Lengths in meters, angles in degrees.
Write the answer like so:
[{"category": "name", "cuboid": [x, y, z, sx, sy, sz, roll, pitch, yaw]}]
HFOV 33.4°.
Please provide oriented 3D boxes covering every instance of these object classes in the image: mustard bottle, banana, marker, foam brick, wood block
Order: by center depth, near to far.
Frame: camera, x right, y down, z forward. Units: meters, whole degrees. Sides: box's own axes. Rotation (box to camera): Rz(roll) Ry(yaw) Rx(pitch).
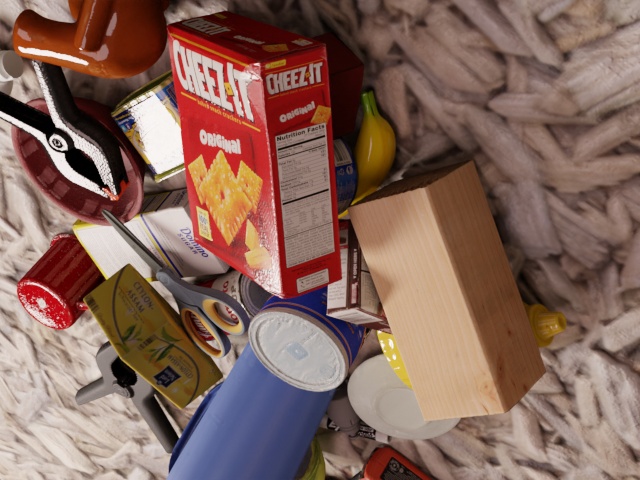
[{"category": "foam brick", "cuboid": [-0.001, -0.129, 0.922, 0.053, 0.051, 0.078, 49, 148, 34]}, {"category": "wood block", "cuboid": [0.114, 0.045, 0.948, 0.091, 0.090, 0.206, -15, 100, 40]}, {"category": "banana", "cuboid": [0.018, -0.059, 1.005, 0.198, 0.037, 0.070, -46, 67, 45]}, {"category": "mustard bottle", "cuboid": [0.153, 0.095, 1.041, 0.192, 0.058, 0.096, -18, 112, 41]}, {"category": "marker", "cuboid": [0.028, 0.219, 1.264, 0.121, 0.020, 0.020, 8, 132, 27]}]

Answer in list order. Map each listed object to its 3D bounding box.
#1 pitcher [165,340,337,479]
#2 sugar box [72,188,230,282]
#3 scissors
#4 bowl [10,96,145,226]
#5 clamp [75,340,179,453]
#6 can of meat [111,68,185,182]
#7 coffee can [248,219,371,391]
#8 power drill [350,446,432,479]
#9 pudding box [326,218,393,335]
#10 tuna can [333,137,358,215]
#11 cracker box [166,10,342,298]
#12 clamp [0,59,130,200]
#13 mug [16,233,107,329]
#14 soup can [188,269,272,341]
[{"category": "pitcher", "cuboid": [-0.081, 0.216, 1.180, 0.149, 0.145, 0.243, 29, 96, 7]}, {"category": "sugar box", "cuboid": [-0.182, -0.002, 1.176, 0.177, 0.048, 0.093, -9, 125, 34]}, {"category": "scissors", "cuboid": [-0.145, 0.039, 1.119, 0.096, 0.016, 0.201, -19, 110, 40]}, {"category": "bowl", "cuboid": [-0.242, -0.094, 1.120, 0.162, 0.055, 0.162, 18, 136, 18]}, {"category": "clamp", "cuboid": [-0.244, 0.194, 1.401, 0.164, 0.036, 0.210, 29, 138, 7]}, {"category": "can of meat", "cuboid": [-0.145, -0.115, 1.039, 0.102, 0.057, 0.084, -20, 114, 42]}, {"category": "coffee can", "cuboid": [0.007, 0.062, 1.042, 0.103, 0.140, 0.103, 18, 136, 18]}, {"category": "power drill", "cuboid": [0.077, 0.341, 1.317, 0.184, 0.057, 0.188, 36, 138, -2]}, {"category": "pudding box", "cuboid": [0.053, 0.034, 0.989, 0.039, 0.090, 0.113, -10, 160, 34]}, {"category": "tuna can", "cuboid": [-0.006, -0.060, 0.975, 0.086, 0.033, 0.086, 18, 115, 44]}, {"category": "cracker box", "cuboid": [-0.060, -0.076, 0.927, 0.164, 0.072, 0.214, 30, 133, 49]}, {"category": "clamp", "cuboid": [-0.259, -0.107, 1.046, 0.120, 0.039, 0.171, -9, 123, 40]}, {"category": "mug", "cuboid": [-0.297, 0.055, 1.274, 0.117, 0.081, 0.093, 14, 135, 21]}, {"category": "soup can", "cuboid": [-0.096, 0.068, 1.167, 0.102, 0.068, 0.068, -20, 116, 42]}]
